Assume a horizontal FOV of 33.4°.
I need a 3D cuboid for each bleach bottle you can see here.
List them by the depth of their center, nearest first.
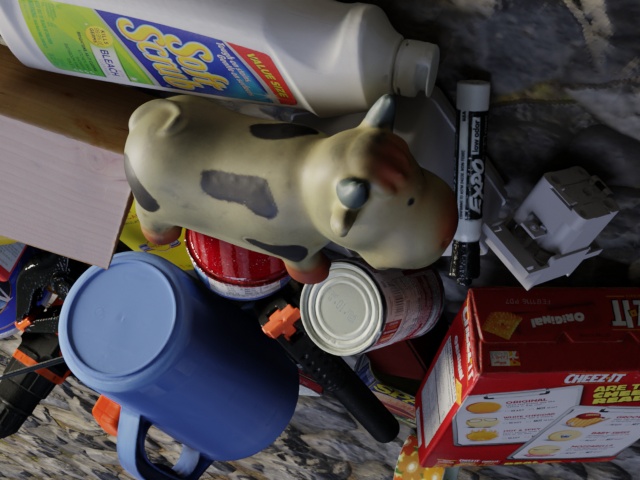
[{"bbox_3d":[-0.059,-0.122,0.599,0.251,0.068,0.102,12,153,13],"label":"bleach bottle"}]

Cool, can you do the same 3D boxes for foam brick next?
[{"bbox_3d":[0.065,0.071,0.867,0.051,0.053,0.078,5,147,30],"label":"foam brick"}]

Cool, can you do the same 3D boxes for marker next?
[{"bbox_3d":[0.086,-0.032,0.620,0.020,0.020,0.121,8,108,25],"label":"marker"}]

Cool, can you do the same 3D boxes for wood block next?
[{"bbox_3d":[-0.216,-0.069,0.678,0.206,0.090,0.091,18,120,-8],"label":"wood block"}]

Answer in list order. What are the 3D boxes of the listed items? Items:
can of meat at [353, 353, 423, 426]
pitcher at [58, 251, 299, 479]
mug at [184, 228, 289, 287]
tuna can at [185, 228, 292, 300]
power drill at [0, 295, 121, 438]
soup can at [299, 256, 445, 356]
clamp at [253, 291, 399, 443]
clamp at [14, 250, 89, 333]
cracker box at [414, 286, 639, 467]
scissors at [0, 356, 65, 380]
[{"bbox_3d":[0.082,0.125,0.948,0.102,0.057,0.084,24,155,-4],"label":"can of meat"},{"bbox_3d":[-0.116,0.106,0.872,0.145,0.149,0.242,-24,155,7],"label":"pitcher"},{"bbox_3d":[-0.039,-0.030,0.736,0.117,0.093,0.081,-10,147,-6],"label":"mug"},{"bbox_3d":[-0.055,0.001,0.788,0.086,0.086,0.034,16,150,11],"label":"tuna can"},{"bbox_3d":[-0.243,0.140,1.093,0.057,0.184,0.187,28,168,31],"label":"power drill"},{"bbox_3d":[0.039,0.044,0.767,0.069,0.068,0.102,5,-174,29],"label":"soup can"},{"bbox_3d":[0.000,0.092,0.842,0.164,0.036,0.210,47,177,13],"label":"clamp"},{"bbox_3d":[-0.208,0.038,0.940,0.120,0.039,0.172,44,127,1],"label":"clamp"},{"bbox_3d":[0.168,0.105,0.786,0.164,0.072,0.214,0,152,-6],"label":"cracker box"},{"bbox_3d":[-0.195,0.096,0.997,0.201,0.016,0.096,-14,172,-33],"label":"scissors"}]
